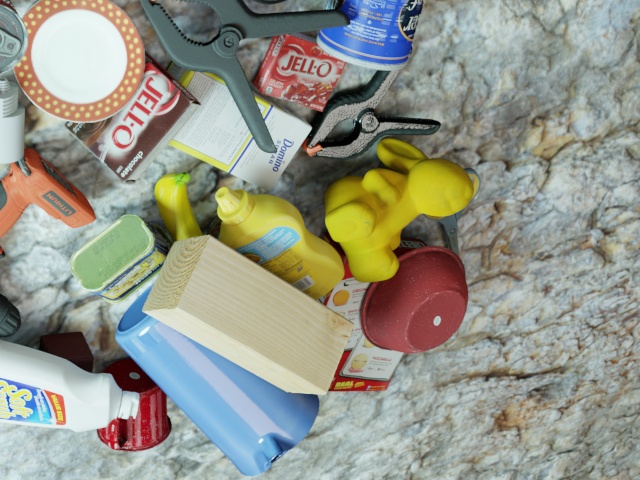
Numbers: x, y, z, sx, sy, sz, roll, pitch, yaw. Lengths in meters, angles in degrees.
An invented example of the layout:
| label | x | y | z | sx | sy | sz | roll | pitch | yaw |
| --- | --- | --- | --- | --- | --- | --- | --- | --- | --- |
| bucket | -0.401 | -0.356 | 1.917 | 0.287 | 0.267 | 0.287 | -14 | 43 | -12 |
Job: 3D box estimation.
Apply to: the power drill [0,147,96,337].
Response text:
| label | x | y | z | sx | sy | sz | roll | pitch | yaw |
| --- | --- | --- | --- | --- | --- | --- | --- | --- | --- |
| power drill | -0.332 | 0.006 | 1.129 | 0.187 | 0.057 | 0.184 | -41 | 136 | 0 |

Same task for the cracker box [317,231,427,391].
| label | x | y | z | sx | sy | sz | roll | pitch | yaw |
| --- | --- | --- | --- | --- | --- | --- | --- | --- | --- |
| cracker box | 0.047 | 0.097 | 1.406 | 0.163 | 0.072 | 0.214 | 4 | 119 | -34 |

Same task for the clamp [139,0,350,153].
| label | x | y | z | sx | sy | sz | roll | pitch | yaw |
| --- | --- | --- | --- | --- | --- | --- | --- | --- | --- |
| clamp | -0.093 | -0.192 | 1.083 | 0.209 | 0.036 | 0.165 | 21 | 100 | -14 |

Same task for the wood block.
| label | x | y | z | sx | sy | sz | roll | pitch | yaw |
| --- | --- | --- | --- | --- | --- | --- | --- | --- | --- |
| wood block | -0.078 | 0.085 | 1.181 | 0.205 | 0.090 | 0.090 | 33 | 68 | -27 |

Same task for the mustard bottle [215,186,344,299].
| label | x | y | z | sx | sy | sz | roll | pitch | yaw |
| --- | --- | --- | --- | --- | --- | --- | --- | --- | --- |
| mustard bottle | -0.058 | 0.001 | 1.207 | 0.096 | 0.058 | 0.191 | -27 | 135 | 17 |

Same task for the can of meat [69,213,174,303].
| label | x | y | z | sx | sy | sz | roll | pitch | yaw |
| --- | --- | --- | --- | --- | --- | --- | --- | --- | --- |
| can of meat | -0.219 | 0.020 | 1.179 | 0.102 | 0.057 | 0.084 | -38 | 168 | 0 |

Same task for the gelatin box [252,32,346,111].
| label | x | y | z | sx | sy | sz | roll | pitch | yaw |
| --- | --- | --- | --- | --- | --- | --- | --- | --- | --- |
| gelatin box | -0.022 | -0.190 | 1.186 | 0.089 | 0.030 | 0.073 | 12 | 115 | -36 |

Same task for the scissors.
| label | x | y | z | sx | sy | sz | roll | pitch | yaw |
| --- | --- | --- | --- | --- | --- | --- | --- | --- | --- |
| scissors | 0.186 | -0.031 | 1.411 | 0.096 | 0.016 | 0.201 | -35 | 142 | 6 |

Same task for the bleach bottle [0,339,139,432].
| label | x | y | z | sx | sy | sz | roll | pitch | yaw |
| --- | --- | --- | --- | --- | --- | --- | --- | --- | --- |
| bleach bottle | -0.326 | 0.158 | 1.181 | 0.250 | 0.068 | 0.103 | 11 | 123 | -13 |

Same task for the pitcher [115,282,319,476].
| label | x | y | z | sx | sy | sz | roll | pitch | yaw |
| --- | --- | --- | --- | --- | --- | --- | --- | --- | --- |
| pitcher | -0.127 | 0.154 | 1.280 | 0.242 | 0.149 | 0.144 | 47 | 53 | -19 |

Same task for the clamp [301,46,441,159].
| label | x | y | z | sx | sy | sz | roll | pitch | yaw |
| --- | --- | --- | --- | --- | --- | --- | --- | --- | --- |
| clamp | 0.061 | -0.140 | 1.260 | 0.171 | 0.039 | 0.120 | -35 | 114 | 1 |

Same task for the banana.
| label | x | y | z | sx | sy | sz | roll | pitch | yaw |
| --- | --- | --- | --- | --- | --- | --- | --- | --- | --- |
| banana | -0.150 | -0.007 | 1.217 | 0.037 | 0.070 | 0.198 | -30 | 132 | -16 |

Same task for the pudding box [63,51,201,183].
| label | x | y | z | sx | sy | sz | roll | pitch | yaw |
| --- | --- | --- | --- | --- | --- | --- | --- | --- | --- |
| pudding box | -0.192 | -0.129 | 1.092 | 0.113 | 0.090 | 0.039 | -49 | 172 | 11 |

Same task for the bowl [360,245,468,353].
| label | x | y | z | sx | sy | sz | roll | pitch | yaw |
| --- | --- | --- | --- | --- | --- | --- | --- | --- | --- |
| bowl | 0.133 | 0.088 | 1.367 | 0.161 | 0.055 | 0.162 | -17 | 128 | -23 |

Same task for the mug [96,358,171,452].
| label | x | y | z | sx | sy | sz | roll | pitch | yaw |
| --- | --- | --- | --- | --- | --- | --- | --- | --- | --- |
| mug | -0.232 | 0.203 | 1.296 | 0.093 | 0.117 | 0.081 | 10 | 120 | 12 |

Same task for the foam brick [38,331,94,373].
| label | x | y | z | sx | sy | sz | roll | pitch | yaw |
| --- | --- | --- | --- | --- | --- | --- | --- | --- | --- |
| foam brick | -0.302 | 0.154 | 1.256 | 0.051 | 0.053 | 0.078 | -4 | 125 | -28 |

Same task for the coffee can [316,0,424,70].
| label | x | y | z | sx | sy | sz | roll | pitch | yaw |
| --- | --- | --- | --- | --- | --- | --- | --- | --- | --- |
| coffee can | 0.062 | -0.265 | 1.132 | 0.102 | 0.103 | 0.140 | -2 | 122 | -29 |

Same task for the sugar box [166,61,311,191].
| label | x | y | z | sx | sy | sz | roll | pitch | yaw |
| --- | --- | --- | --- | --- | --- | --- | --- | --- | --- |
| sugar box | -0.103 | -0.128 | 1.174 | 0.176 | 0.048 | 0.093 | 24 | 105 | -42 |

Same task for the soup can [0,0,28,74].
| label | x | y | z | sx | sy | sz | roll | pitch | yaw |
| --- | --- | --- | --- | --- | --- | --- | --- | --- | --- |
| soup can | -0.309 | -0.200 | 0.963 | 0.068 | 0.102 | 0.068 | -15 | 128 | -20 |
